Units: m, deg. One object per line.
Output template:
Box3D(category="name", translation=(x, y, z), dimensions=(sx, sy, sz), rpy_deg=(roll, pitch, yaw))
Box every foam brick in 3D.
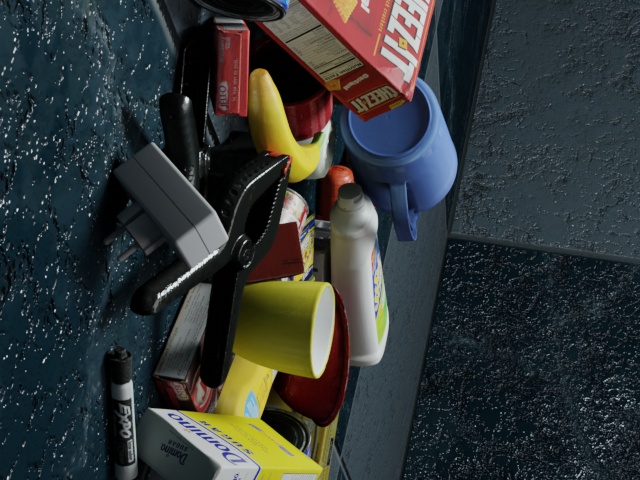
Box3D(category="foam brick", translation=(-0.061, 0.014, 1.023), dimensions=(0.051, 0.078, 0.053), rpy_deg=(162, -80, -70))

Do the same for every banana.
Box3D(category="banana", translation=(-0.036, -0.096, 0.998), dimensions=(0.197, 0.037, 0.069), rpy_deg=(39, 52, -72))

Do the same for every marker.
Box3D(category="marker", translation=(-0.158, 0.139, 0.855), dimensions=(0.020, 0.020, 0.121), rpy_deg=(-58, 153, -61))

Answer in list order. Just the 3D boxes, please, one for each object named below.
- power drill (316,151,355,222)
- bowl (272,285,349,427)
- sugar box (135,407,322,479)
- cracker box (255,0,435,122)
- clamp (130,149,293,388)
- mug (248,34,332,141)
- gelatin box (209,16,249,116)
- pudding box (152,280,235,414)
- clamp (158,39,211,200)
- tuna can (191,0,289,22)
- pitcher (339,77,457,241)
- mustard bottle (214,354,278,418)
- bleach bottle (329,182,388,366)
Box3D(category="power drill", translation=(0.043, -0.045, 1.549), dimensions=(0.187, 0.057, 0.184), rpy_deg=(-60, 155, -59))
Box3D(category="bowl", translation=(-0.019, 0.128, 1.202), dimensions=(0.162, 0.055, 0.162), rpy_deg=(-176, -90, -71))
Box3D(category="sugar box", translation=(-0.080, 0.192, 0.947), dimensions=(0.048, 0.093, 0.176), rpy_deg=(-60, 150, 2))
Box3D(category="cracker box", translation=(0.015, -0.244, 1.016), dimensions=(0.213, 0.072, 0.164), rpy_deg=(38, 52, -32))
Box3D(category="clamp", translation=(-0.077, 0.017, 0.916), dimensions=(0.209, 0.036, 0.164), rpy_deg=(-60, 152, -27))
Box3D(category="mug", translation=(-0.033, -0.163, 1.089), dimensions=(0.081, 0.093, 0.117), rpy_deg=(83, -12, -64))
Box3D(category="gelatin box", translation=(-0.080, -0.152, 0.925), dimensions=(0.089, 0.030, 0.073), rpy_deg=(-114, -154, -69))
Box3D(category="pudding box", translation=(-0.112, 0.106, 0.993), dimensions=(0.090, 0.039, 0.113), rpy_deg=(80, 21, -51))
Box3D(category="clamp", translation=(-0.109, -0.078, 0.890), dimensions=(0.120, 0.039, 0.171), rpy_deg=(-74, 173, -48))
Box3D(category="tuna can", translation=(-0.066, -0.210, 0.883), dimensions=(0.086, 0.086, 0.034), rpy_deg=(31, 69, -76))
Box3D(category="pitcher", translation=(0.090, -0.103, 1.236), dimensions=(0.145, 0.149, 0.242), rpy_deg=(-47, 168, 0))
Box3D(category="mustard bottle", translation=(-0.088, 0.173, 1.102), dimensions=(0.096, 0.058, 0.191), rpy_deg=(93, 12, -48))
Box3D(category="bleach bottle", translation=(0.043, 0.038, 1.302), dimensions=(0.251, 0.068, 0.102), rpy_deg=(83, 17, -45))
